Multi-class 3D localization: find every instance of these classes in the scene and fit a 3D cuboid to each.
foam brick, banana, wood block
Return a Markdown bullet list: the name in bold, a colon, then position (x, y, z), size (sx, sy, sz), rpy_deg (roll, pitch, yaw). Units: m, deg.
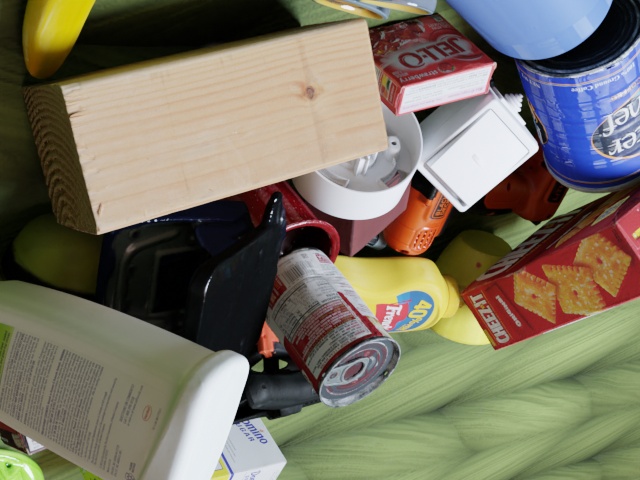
- **foam brick**: position (0.030, -0.036, 0.864), size (0.078, 0.053, 0.051), rpy_deg (-40, 149, -32)
- **banana**: position (-0.113, -0.174, 0.610), size (0.198, 0.037, 0.069), rpy_deg (-43, 143, 7)
- **wood block**: position (-0.071, -0.077, 0.685), size (0.205, 0.090, 0.091), rpy_deg (-18, 104, -27)

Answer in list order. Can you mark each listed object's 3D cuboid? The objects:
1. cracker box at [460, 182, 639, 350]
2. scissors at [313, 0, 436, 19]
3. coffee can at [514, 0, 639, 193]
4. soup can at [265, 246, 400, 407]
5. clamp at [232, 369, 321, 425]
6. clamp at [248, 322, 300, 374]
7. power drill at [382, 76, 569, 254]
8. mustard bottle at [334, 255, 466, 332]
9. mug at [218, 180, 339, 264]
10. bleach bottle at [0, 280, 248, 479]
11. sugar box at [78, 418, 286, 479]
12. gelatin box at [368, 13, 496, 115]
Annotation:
- **cracker box**: position (0.245, 0.006, 0.928), size (0.164, 0.072, 0.214), rpy_deg (-33, 180, -33)
- **scissors**: position (-0.001, -0.162, 0.658), size (0.201, 0.096, 0.016), rpy_deg (2, 97, -58)
- **coffee can**: position (0.215, -0.119, 0.844), size (0.103, 0.103, 0.140), rpy_deg (-36, 137, -4)
- **soup can**: position (0.002, 0.061, 0.776), size (0.068, 0.102, 0.068), rpy_deg (-24, 143, -20)
- **clamp**: position (-0.044, 0.129, 0.868), size (0.165, 0.036, 0.209), rpy_deg (-24, 167, 35)
- **clamp**: position (-0.034, 0.108, 0.939), size (0.120, 0.039, 0.172), rpy_deg (-10, 161, -13)
- **power drill**: position (0.154, -0.074, 0.951), size (0.187, 0.057, 0.185), rpy_deg (-5, 133, -36)
- **mustard bottle**: position (0.053, 0.050, 0.962), size (0.191, 0.058, 0.096), rpy_deg (1, 146, -28)
- **mug**: position (-0.055, 0.001, 0.821), size (0.117, 0.082, 0.093), rpy_deg (-29, 144, -14)
- **bleach bottle**: position (-0.174, 0.069, 0.664), size (0.068, 0.251, 0.103), rpy_deg (-19, 131, -67)
- **sugar box**: position (-0.127, 0.193, 0.964), size (0.175, 0.093, 0.048), rpy_deg (0, 132, -41)
- **gelatin box**: position (0.074, -0.132, 0.794), size (0.089, 0.073, 0.030), rpy_deg (-18, 139, -27)
